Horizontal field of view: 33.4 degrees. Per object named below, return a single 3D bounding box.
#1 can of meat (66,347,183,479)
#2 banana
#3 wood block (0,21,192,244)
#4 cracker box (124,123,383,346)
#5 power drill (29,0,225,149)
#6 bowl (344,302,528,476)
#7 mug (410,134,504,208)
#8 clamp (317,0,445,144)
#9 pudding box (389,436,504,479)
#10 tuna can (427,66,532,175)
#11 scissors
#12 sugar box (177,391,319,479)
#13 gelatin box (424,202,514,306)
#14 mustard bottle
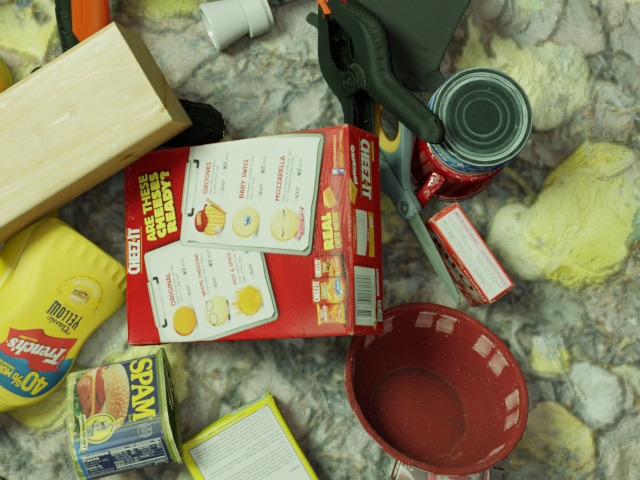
[{"bbox_3d":[-0.163,0.145,0.889,0.084,0.102,0.057,-13,130,-2],"label":"can of meat"},{"bbox_3d":[-0.271,0.011,0.926,0.070,0.037,0.198,15,81,20],"label":"banana"},{"bbox_3d":[-0.218,-0.078,0.854,0.206,0.091,0.090,-31,91,5],"label":"wood block"},{"bbox_3d":[-0.056,0.001,0.877,0.214,0.072,0.164,-5,83,28],"label":"cracker box"},{"bbox_3d":[-0.166,-0.173,0.915,0.184,0.057,0.188,5,103,-9],"label":"power drill"},{"bbox_3d":[0.092,0.134,0.909,0.162,0.055,0.162,8,54,-11],"label":"bowl"},{"bbox_3d":[0.115,-0.076,0.937,0.093,0.081,0.117,39,83,0],"label":"mug"},{"bbox_3d":[0.044,-0.132,0.888,0.039,0.120,0.171,-14,87,-43],"label":"clamp"},{"bbox_3d":[0.099,0.236,0.926,0.090,0.039,0.113,19,83,-2],"label":"pudding box"},{"bbox_3d":[0.131,-0.099,0.881,0.086,0.034,0.086,0,84,-4],"label":"tuna can"},{"bbox_3d":[0.079,-0.047,0.901,0.016,0.096,0.202,-6,44,-37],"label":"scissors"},{"bbox_3d":[-0.039,0.229,0.914,0.093,0.048,0.176,-29,90,-5],"label":"sugar box"},{"bbox_3d":[0.125,0.014,0.933,0.030,0.073,0.089,-35,88,-7],"label":"gelatin box"},{"bbox_3d":[-0.245,0.082,0.896,0.191,0.058,0.096,-54,132,-6],"label":"mustard bottle"}]
